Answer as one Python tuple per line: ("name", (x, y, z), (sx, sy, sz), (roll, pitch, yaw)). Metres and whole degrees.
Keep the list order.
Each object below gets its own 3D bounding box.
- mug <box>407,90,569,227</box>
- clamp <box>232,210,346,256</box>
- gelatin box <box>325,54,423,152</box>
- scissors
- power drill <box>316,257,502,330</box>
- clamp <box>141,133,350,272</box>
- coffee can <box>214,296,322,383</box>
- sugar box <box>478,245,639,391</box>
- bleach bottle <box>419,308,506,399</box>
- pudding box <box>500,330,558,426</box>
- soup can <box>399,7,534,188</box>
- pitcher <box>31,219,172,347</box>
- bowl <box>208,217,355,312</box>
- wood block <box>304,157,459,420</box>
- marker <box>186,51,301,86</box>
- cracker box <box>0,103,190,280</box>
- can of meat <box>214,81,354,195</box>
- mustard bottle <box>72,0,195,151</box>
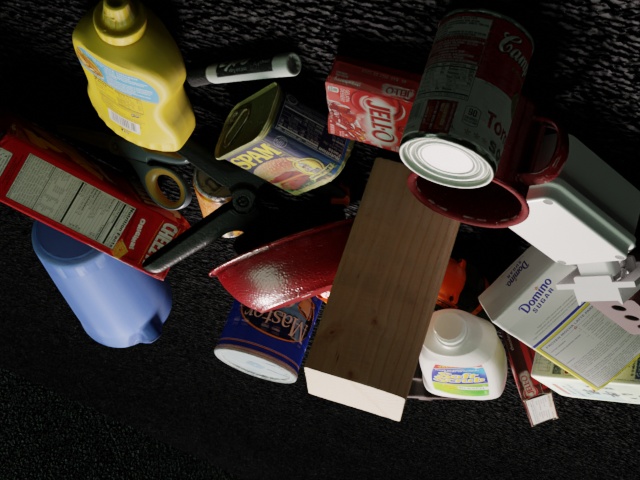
("mug", (0.129, -0.066, 0.791), (0.117, 0.081, 0.093), (0, 152, 43))
("clamp", (-0.057, 0.001, 1.137), (0.120, 0.039, 0.172), (-10, 173, -27))
("gelatin box", (0.043, -0.106, 0.844), (0.073, 0.030, 0.089), (16, 160, 8))
("scissors", (-0.196, -0.077, 1.084), (0.202, 0.096, 0.016), (0, -166, 39))
("power drill", (0.100, 0.054, 1.172), (0.188, 0.057, 0.184), (-5, 152, 46))
("clamp", (-0.078, -0.052, 1.012), (0.210, 0.036, 0.164), (-5, 116, 3))
("coffee can", (-0.055, 0.086, 1.271), (0.103, 0.140, 0.103), (17, 160, 6))
("sugar box", (0.244, 0.073, 1.038), (0.176, 0.093, 0.048), (35, -162, -31))
("bleach bottle", (0.144, 0.118, 1.146), (0.103, 0.068, 0.250), (5, 164, 16))
("pudding box", (0.246, 0.159, 1.254), (0.039, 0.090, 0.113), (-18, 152, 10))
("soup can", (0.098, -0.095, 0.716), (0.068, 0.102, 0.068), (17, 160, 6))
("pitcher", (-0.291, 0.030, 1.388), (0.149, 0.145, 0.243), (3, 154, 9))
("bowl", (-0.025, 0.030, 1.043), (0.162, 0.055, 0.162), (-20, 175, -2))
("wood block", (0.061, 0.043, 0.957), (0.090, 0.206, 0.091), (16, 159, 8))
("marker", (-0.067, -0.139, 0.874), (0.121, 0.020, 0.020), (2, 154, 41))
("cracker box", (-0.254, -0.054, 1.116), (0.213, 0.072, 0.164), (29, -175, -25))
("can of meat", (-0.031, -0.086, 0.929), (0.083, 0.057, 0.102), (26, 159, -24))
("mustard bottle", (-0.156, -0.145, 0.882), (0.096, 0.058, 0.192), (30, 161, 9))
